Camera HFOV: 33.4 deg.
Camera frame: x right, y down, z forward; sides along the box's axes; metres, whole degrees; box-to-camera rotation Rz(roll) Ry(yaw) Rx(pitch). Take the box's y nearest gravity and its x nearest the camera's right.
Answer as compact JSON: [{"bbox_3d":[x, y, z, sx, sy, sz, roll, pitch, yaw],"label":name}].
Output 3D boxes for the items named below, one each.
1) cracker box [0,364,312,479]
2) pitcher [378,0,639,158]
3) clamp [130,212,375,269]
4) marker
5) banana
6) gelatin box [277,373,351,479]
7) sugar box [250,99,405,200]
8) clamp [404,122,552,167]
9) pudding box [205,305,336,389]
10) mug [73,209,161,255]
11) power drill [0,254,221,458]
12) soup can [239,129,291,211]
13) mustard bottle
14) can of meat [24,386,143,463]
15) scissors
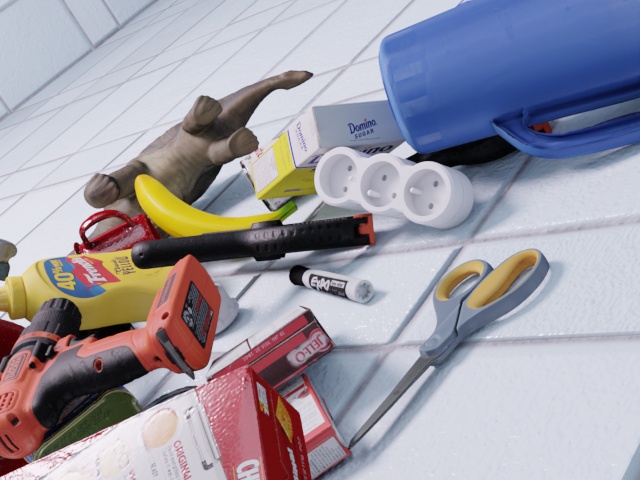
[{"bbox_3d":[-0.104,0.189,0.590,0.214,0.072,0.164,-26,47,15],"label":"cracker box"},{"bbox_3d":[0.178,-0.147,0.886,0.243,0.145,0.149,-17,19,16],"label":"pitcher"},{"bbox_3d":[-0.056,0.001,0.970,0.210,0.036,0.164,-6,3,24],"label":"clamp"},{"bbox_3d":[0.006,0.036,0.912,0.020,0.020,0.121,-40,22,-20],"label":"marker"},{"bbox_3d":[-0.122,-0.023,1.118,0.198,0.037,0.069,12,54,23],"label":"banana"},{"bbox_3d":[-0.025,0.136,0.721,0.073,0.030,0.089,-35,21,-2],"label":"gelatin box"},{"bbox_3d":[0.005,-0.084,1.022,0.093,0.048,0.176,-8,-8,-23],"label":"sugar box"},{"bbox_3d":[0.125,-0.086,0.985,0.172,0.039,0.120,-11,34,43],"label":"clamp"},{"bbox_3d":[-0.038,0.087,0.789,0.090,0.039,0.113,-33,2,-4],"label":"pudding box"},{"bbox_3d":[-0.210,0.015,1.133,0.081,0.117,0.093,-28,33,-2],"label":"mug"},{"bbox_3d":[-0.174,0.081,0.865,0.188,0.057,0.184,-25,29,16],"label":"power drill"},{"bbox_3d":[-0.028,-0.085,1.157,0.102,0.068,0.068,-32,21,3],"label":"soup can"},{"bbox_3d":[-0.222,0.047,1.020,0.191,0.058,0.096,-6,33,-24],"label":"mustard bottle"},{"bbox_3d":[-0.201,0.155,0.889,0.102,0.057,0.084,-39,23,-17],"label":"can of meat"},{"bbox_3d":[0.075,0.068,0.747,0.201,0.016,0.096,-38,20,-16],"label":"scissors"}]
